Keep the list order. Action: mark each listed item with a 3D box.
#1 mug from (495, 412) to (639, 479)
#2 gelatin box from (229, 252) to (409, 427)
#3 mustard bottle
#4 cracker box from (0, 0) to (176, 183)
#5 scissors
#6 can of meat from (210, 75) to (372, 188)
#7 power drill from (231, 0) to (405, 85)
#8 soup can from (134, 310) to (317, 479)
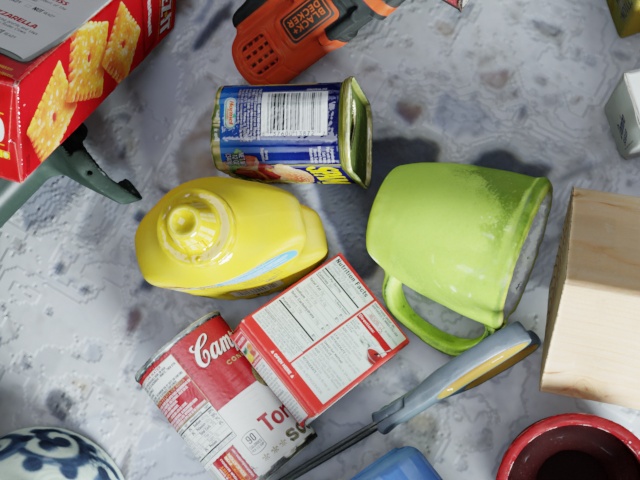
[{"bbox_3d":[0.150,0.158,0.627,0.093,0.081,0.117,-10,83,7],"label":"mug"},{"bbox_3d":[0.001,0.061,0.663,0.089,0.030,0.073,-34,80,-33],"label":"gelatin box"},{"bbox_3d":[-0.054,0.000,0.615,0.096,0.191,0.058,-14,83,6],"label":"mustard bottle"},{"bbox_3d":[-0.201,-0.132,0.645,0.164,0.213,0.072,16,127,9],"label":"cracker box"},{"bbox_3d":[0.060,0.104,0.670,0.202,0.096,0.016,-40,69,34],"label":"scissors"},{"bbox_3d":[-0.015,-0.065,0.662,0.084,0.102,0.057,0,85,10],"label":"can of meat"},{"bbox_3d":[-0.018,-0.211,0.657,0.185,0.057,0.187,-33,91,27],"label":"power drill"},{"bbox_3d":[-0.059,0.104,0.669,0.068,0.068,0.102,-41,82,3],"label":"soup can"}]
